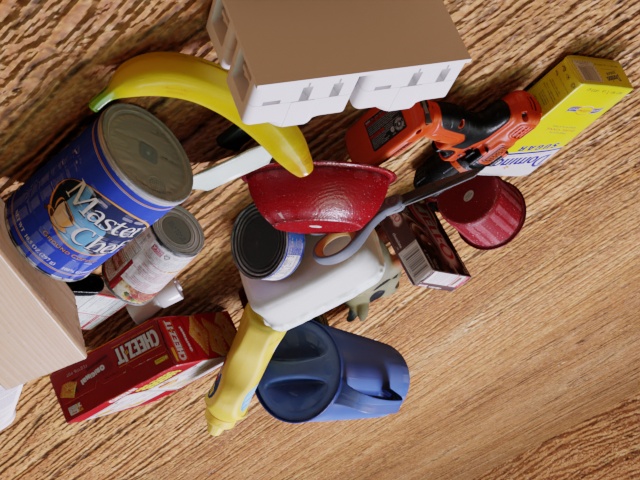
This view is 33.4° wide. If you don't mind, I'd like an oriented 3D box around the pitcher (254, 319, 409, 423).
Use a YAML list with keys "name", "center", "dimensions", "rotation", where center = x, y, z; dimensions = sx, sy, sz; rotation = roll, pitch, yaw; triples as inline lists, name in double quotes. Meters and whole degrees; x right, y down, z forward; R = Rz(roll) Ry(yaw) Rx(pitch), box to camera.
- name: "pitcher"
  center: [0.033, 0.186, 1.433]
  dimensions: [0.145, 0.149, 0.242]
  rotation: [-28, 158, 23]

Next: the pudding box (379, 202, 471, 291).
- name: "pudding box"
  center: [0.125, 0.005, 1.305]
  dimensions: [0.039, 0.113, 0.089]
  rotation: [-39, 152, 29]

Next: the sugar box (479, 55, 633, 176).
- name: "sugar box"
  center: [0.253, -0.135, 1.196]
  dimensions: [0.093, 0.048, 0.176]
  rotation: [-2, 148, -38]

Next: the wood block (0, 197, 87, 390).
- name: "wood block"
  center: [-0.307, 0.044, 1.002]
  dimensions: [0.091, 0.090, 0.206]
  rotation: [-21, 143, 0]

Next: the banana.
- name: "banana"
  center: [-0.089, -0.113, 0.893]
  dimensions: [0.197, 0.037, 0.070]
  rotation: [18, 116, -13]

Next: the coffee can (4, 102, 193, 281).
- name: "coffee can"
  center: [-0.197, -0.041, 0.949]
  dimensions: [0.140, 0.103, 0.102]
  rotation: [-35, 153, 28]

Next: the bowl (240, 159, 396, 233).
- name: "bowl"
  center: [-0.002, -0.040, 1.095]
  dimensions: [0.162, 0.055, 0.162]
  rotation: [1, 172, 0]

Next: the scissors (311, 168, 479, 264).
- name: "scissors"
  center: [0.069, -0.023, 1.132]
  dimensions: [0.202, 0.096, 0.016]
  rotation: [-10, 136, 27]

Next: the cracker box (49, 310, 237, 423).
- name: "cracker box"
  center: [-0.210, 0.153, 1.337]
  dimensions: [0.164, 0.072, 0.213]
  rotation: [-29, 169, 15]

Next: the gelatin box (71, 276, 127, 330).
- name: "gelatin box"
  center: [-0.272, 0.069, 1.213]
  dimensions: [0.073, 0.030, 0.089]
  rotation: [-35, 153, 25]

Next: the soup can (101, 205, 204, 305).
- name: "soup can"
  center: [-0.177, 0.014, 1.128]
  dimensions: [0.068, 0.068, 0.102]
  rotation: [4, 145, -44]

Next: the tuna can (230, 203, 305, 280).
- name: "tuna can"
  center: [-0.058, 0.001, 1.178]
  dimensions: [0.086, 0.086, 0.033]
  rotation: [-38, 153, 32]

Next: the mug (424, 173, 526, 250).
- name: "mug"
  center: [0.181, -0.045, 1.294]
  dimensions: [0.117, 0.093, 0.081]
  rotation: [8, 167, 32]

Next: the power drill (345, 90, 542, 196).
- name: "power drill"
  center: [0.118, -0.104, 1.140]
  dimensions: [0.187, 0.057, 0.185]
  rotation: [-1, 152, -42]

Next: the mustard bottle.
- name: "mustard bottle"
  center: [-0.098, 0.163, 1.320]
  dimensions: [0.096, 0.058, 0.192]
  rotation: [-69, -177, -67]
